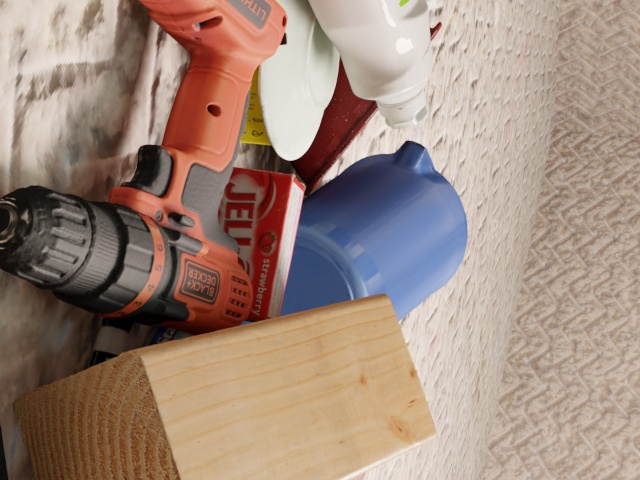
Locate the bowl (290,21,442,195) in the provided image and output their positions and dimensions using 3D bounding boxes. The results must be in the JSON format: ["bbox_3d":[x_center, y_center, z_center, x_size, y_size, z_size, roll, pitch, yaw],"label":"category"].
[{"bbox_3d":[0.018,-0.112,0.786,0.162,0.055,0.162,-52,-176,4],"label":"bowl"}]

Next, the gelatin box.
[{"bbox_3d":[-0.054,0.001,0.631,0.030,0.073,0.089,37,63,-72],"label":"gelatin box"}]

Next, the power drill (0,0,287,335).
[{"bbox_3d":[-0.081,-0.052,0.526,0.184,0.057,0.187,30,69,-62],"label":"power drill"}]

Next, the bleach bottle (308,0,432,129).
[{"bbox_3d":[0.016,-0.168,0.603,0.102,0.068,0.251,-66,145,-44],"label":"bleach bottle"}]

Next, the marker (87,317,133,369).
[{"bbox_3d":[-0.115,0.077,0.555,0.020,0.020,0.121,58,43,-67],"label":"marker"}]

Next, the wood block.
[{"bbox_3d":[-0.038,0.092,0.550,0.205,0.091,0.090,-8,78,-55],"label":"wood block"}]

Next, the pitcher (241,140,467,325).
[{"bbox_3d":[0.021,0.025,0.828,0.149,0.145,0.242,66,25,-4],"label":"pitcher"}]
